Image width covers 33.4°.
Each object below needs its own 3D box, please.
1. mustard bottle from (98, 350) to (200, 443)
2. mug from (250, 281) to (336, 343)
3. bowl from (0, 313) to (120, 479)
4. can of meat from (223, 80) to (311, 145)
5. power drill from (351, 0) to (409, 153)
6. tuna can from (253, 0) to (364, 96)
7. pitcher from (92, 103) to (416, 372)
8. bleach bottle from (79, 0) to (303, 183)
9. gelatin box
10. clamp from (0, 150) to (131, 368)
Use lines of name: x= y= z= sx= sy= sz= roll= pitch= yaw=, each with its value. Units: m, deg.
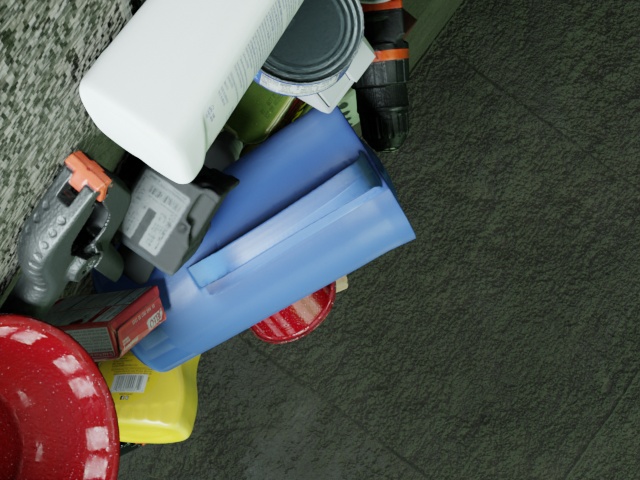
mustard bottle: x=-0.144 y=0.080 z=0.942 sx=0.058 sy=0.096 sz=0.191 roll=54 pitch=39 yaw=-53
mug: x=-0.039 y=0.023 z=0.970 sx=0.081 sy=0.093 sz=0.117 roll=53 pitch=54 yaw=-44
bowl: x=-0.198 y=0.126 z=0.632 sx=0.055 sy=0.162 sz=0.161 roll=-10 pitch=-151 yaw=39
can of meat: x=-0.036 y=-0.131 z=0.888 sx=0.102 sy=0.057 sz=0.083 roll=-54 pitch=176 yaw=19
power drill: x=0.049 y=-0.173 z=0.931 sx=0.187 sy=0.057 sz=0.184 roll=-81 pitch=166 yaw=-81
tuna can: x=-0.015 y=-0.140 z=0.711 sx=0.086 sy=0.086 sz=0.034 roll=-53 pitch=180 yaw=-12
pitcher: x=-0.056 y=0.001 z=0.843 sx=0.243 sy=0.145 sz=0.149 roll=-32 pitch=140 yaw=2
bleach bottle: x=-0.026 y=-0.153 z=0.565 sx=0.250 sy=0.068 sz=0.102 roll=-55 pitch=179 yaw=-9
gelatin box: x=-0.167 y=0.063 z=0.768 sx=0.089 sy=0.030 sz=0.073 roll=-7 pitch=-165 yaw=21
clamp: x=-0.151 y=0.003 z=0.666 sx=0.120 sy=0.039 sz=0.172 roll=-48 pitch=176 yaw=-48
